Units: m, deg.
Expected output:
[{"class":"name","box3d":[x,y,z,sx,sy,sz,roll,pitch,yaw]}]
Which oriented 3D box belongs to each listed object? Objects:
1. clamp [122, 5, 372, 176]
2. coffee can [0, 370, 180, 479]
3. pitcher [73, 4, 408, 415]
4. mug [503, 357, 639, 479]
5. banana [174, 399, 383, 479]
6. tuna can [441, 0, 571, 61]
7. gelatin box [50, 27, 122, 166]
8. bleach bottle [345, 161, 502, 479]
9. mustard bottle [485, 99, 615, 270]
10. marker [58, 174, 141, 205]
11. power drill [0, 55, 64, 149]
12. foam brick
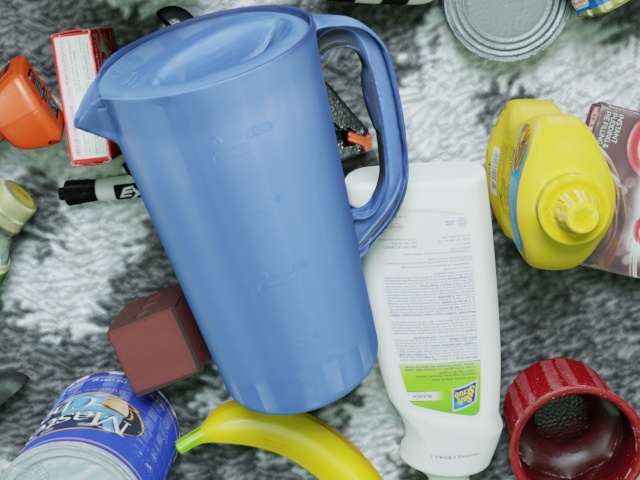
[{"class":"clamp","box3d":[-0.048,-0.096,0.741,0.171,0.039,0.120,4,100,-9]},{"class":"coffee can","box3d":[-0.160,0.164,0.753,0.103,0.140,0.103,0,103,2]},{"class":"pitcher","box3d":[-0.030,-0.017,0.665,0.149,0.144,0.243,4,125,32]},{"class":"mug","box3d":[0.188,0.136,0.766,0.117,0.081,0.093,12,103,-1]},{"class":"banana","box3d":[-0.008,0.169,0.802,0.197,0.037,0.070,30,98,-8]},{"class":"tuna can","box3d":[0.125,-0.165,0.725,0.086,0.033,0.086,0,103,2]},{"class":"gelatin box","box3d":[-0.154,-0.099,0.728,0.030,0.073,0.089,-7,102,3]},{"class":"bleach bottle","box3d":[0.077,0.073,0.767,0.102,0.068,0.251,-2,106,10]},{"class":"mustard bottle","box3d":[0.144,-0.033,0.673,0.058,0.191,0.096,3,103,1]},{"class":"marker","box3d":[-0.129,-0.040,0.768,0.121,0.020,0.020,-6,102,4]},{"class":"power drill","box3d":[-0.261,-0.046,0.697,0.187,0.184,0.057,-30,112,-1]},{"class":"foam brick","box3d":[-0.112,0.068,0.763,0.053,0.078,0.051,-22,101,4]}]
